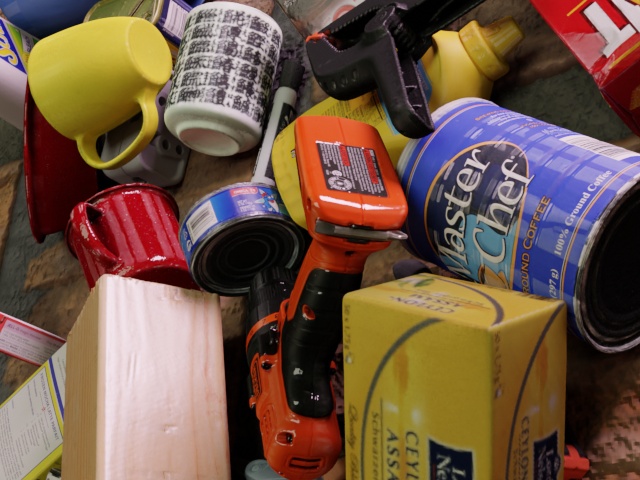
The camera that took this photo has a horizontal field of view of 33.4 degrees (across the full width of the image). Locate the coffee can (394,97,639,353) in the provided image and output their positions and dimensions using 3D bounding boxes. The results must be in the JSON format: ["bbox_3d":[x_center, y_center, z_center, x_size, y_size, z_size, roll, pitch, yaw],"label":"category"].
[{"bbox_3d":[0.122,-0.013,0.590,0.140,0.102,0.103,29,89,46],"label":"coffee can"}]

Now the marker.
[{"bbox_3d":[-0.033,-0.088,0.830,0.020,0.020,0.121,-2,67,41],"label":"marker"}]

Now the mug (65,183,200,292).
[{"bbox_3d":[-0.146,0.012,0.813,0.093,0.117,0.081,-34,53,8],"label":"mug"}]

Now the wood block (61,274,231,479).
[{"bbox_3d":[-0.117,0.137,0.703,0.091,0.090,0.206,-53,34,44],"label":"wood block"}]

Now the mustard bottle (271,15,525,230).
[{"bbox_3d":[0.055,-0.087,0.722,0.192,0.058,0.096,-36,41,23],"label":"mustard bottle"}]

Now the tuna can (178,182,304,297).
[{"bbox_3d":[-0.055,0.001,0.754,0.086,0.086,0.034,-40,48,19],"label":"tuna can"}]

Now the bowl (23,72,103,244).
[{"bbox_3d":[-0.220,-0.078,0.932,0.055,0.162,0.162,-1,58,-7],"label":"bowl"}]

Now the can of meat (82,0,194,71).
[{"bbox_3d":[-0.145,-0.173,0.930,0.102,0.083,0.057,-12,60,37],"label":"can of meat"}]

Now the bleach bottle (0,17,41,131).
[{"bbox_3d":[-0.334,-0.182,0.983,0.068,0.250,0.102,-36,48,23],"label":"bleach bottle"}]

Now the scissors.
[{"bbox_3d":[-0.018,0.145,0.684,0.096,0.016,0.202,-21,16,-15],"label":"scissors"}]

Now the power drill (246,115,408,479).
[{"bbox_3d":[-0.005,0.022,0.651,0.184,0.057,0.188,-106,24,-54],"label":"power drill"}]

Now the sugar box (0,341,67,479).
[{"bbox_3d":[-0.206,0.146,0.843,0.176,0.048,0.093,-40,47,14],"label":"sugar box"}]

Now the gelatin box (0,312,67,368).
[{"bbox_3d":[-0.251,0.082,0.884,0.073,0.089,0.030,14,77,45],"label":"gelatin box"}]

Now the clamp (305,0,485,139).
[{"bbox_3d":[0.058,-0.136,0.674,0.164,0.036,0.210,-50,25,-9],"label":"clamp"}]
